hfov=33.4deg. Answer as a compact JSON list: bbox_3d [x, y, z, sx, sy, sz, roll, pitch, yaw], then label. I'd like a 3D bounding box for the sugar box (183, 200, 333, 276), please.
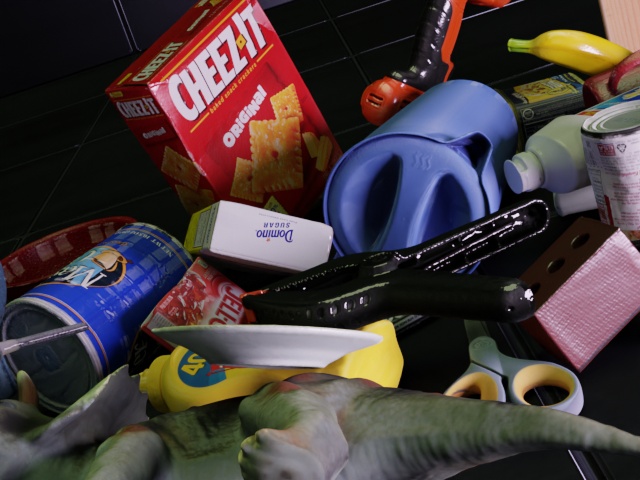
[{"bbox_3d":[-0.056,0.001,0.877,0.093,0.048,0.176,13,-7,-13],"label":"sugar box"}]

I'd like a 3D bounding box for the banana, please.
[{"bbox_3d":[0.275,-0.166,1.020,0.197,0.037,0.070,16,5,-28],"label":"banana"}]

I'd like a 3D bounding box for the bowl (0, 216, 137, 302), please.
[{"bbox_3d":[-0.254,0.033,1.085,0.162,0.055,0.162,-17,19,6],"label":"bowl"}]

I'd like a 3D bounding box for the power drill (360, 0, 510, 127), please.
[{"bbox_3d":[0.133,-0.184,1.076,0.057,0.188,0.184,27,11,35],"label":"power drill"}]

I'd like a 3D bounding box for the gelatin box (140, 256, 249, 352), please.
[{"bbox_3d":[-0.087,0.060,0.828,0.030,0.073,0.089,-51,2,31],"label":"gelatin box"}]

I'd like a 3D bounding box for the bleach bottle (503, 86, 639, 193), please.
[{"bbox_3d":[0.266,-0.090,0.845,0.250,0.068,0.103,-21,20,-12],"label":"bleach bottle"}]

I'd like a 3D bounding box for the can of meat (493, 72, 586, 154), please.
[{"bbox_3d":[0.229,-0.131,1.088,0.084,0.057,0.102,-15,20,3],"label":"can of meat"}]

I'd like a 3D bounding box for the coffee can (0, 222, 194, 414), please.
[{"bbox_3d":[-0.175,0.061,0.865,0.103,0.103,0.140,-5,23,35],"label":"coffee can"}]

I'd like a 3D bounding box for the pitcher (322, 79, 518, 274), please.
[{"bbox_3d":[0.092,-0.053,0.919,0.149,0.145,0.242,2,21,19],"label":"pitcher"}]

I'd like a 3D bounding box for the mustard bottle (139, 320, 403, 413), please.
[{"bbox_3d":[-0.047,0.094,0.723,0.192,0.058,0.096,-8,21,30],"label":"mustard bottle"}]

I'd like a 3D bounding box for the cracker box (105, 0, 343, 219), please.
[{"bbox_3d":[-0.079,-0.106,1.015,0.072,0.213,0.164,0,42,42],"label":"cracker box"}]

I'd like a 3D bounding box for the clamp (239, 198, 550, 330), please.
[{"bbox_3d":[0.050,0.023,0.690,0.210,0.036,0.164,-11,16,26],"label":"clamp"}]

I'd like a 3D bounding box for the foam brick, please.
[{"bbox_3d":[0.162,0.032,0.668,0.078,0.051,0.053,-45,17,-4],"label":"foam brick"}]

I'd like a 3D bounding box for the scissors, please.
[{"bbox_3d":[0.124,0.074,0.688,0.096,0.016,0.201,-9,21,21],"label":"scissors"}]
